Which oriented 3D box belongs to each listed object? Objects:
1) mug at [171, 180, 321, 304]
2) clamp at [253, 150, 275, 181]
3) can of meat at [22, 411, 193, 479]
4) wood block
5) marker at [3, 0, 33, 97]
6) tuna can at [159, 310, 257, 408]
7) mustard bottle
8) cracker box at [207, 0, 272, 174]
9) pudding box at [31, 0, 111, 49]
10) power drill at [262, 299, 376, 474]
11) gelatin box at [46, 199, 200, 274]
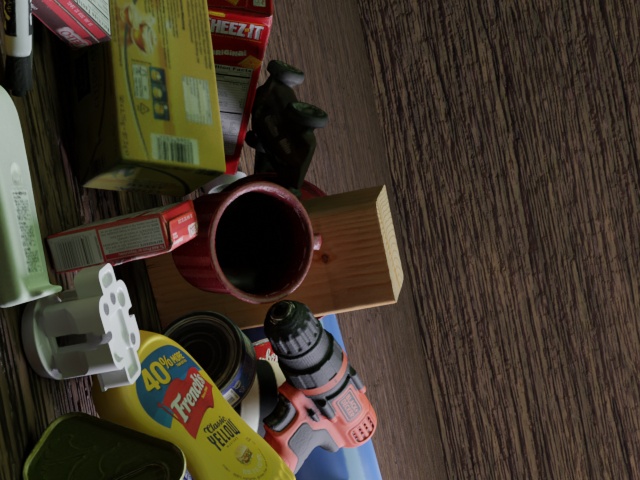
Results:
[{"bbox_3d":[-0.056,0.001,0.843,0.082,0.117,0.093,-1,-87,56],"label":"mug"},{"bbox_3d":[-0.059,-0.060,1.141,0.210,0.036,0.164,128,-32,-78],"label":"clamp"},{"bbox_3d":[-0.120,0.160,0.662,0.057,0.102,0.084,-61,150,-31],"label":"can of meat"},{"bbox_3d":[-0.039,0.020,0.942,0.090,0.206,0.091,-57,135,-74],"label":"wood block"},{"bbox_3d":[-0.197,-0.153,0.696,0.020,0.020,0.121,-73,170,-68],"label":"marker"},{"bbox_3d":[-0.098,0.102,0.879,0.033,0.086,0.086,59,23,-57],"label":"tuna can"},{"bbox_3d":[-0.105,0.123,0.751,0.191,0.058,0.096,49,28,5],"label":"mustard bottle"},{"bbox_3d":[-0.096,-0.192,1.005,0.214,0.072,0.164,109,-18,-52],"label":"cracker box"},{"bbox_3d":[-0.186,-0.206,0.759,0.090,0.039,0.113,48,35,-67],"label":"pudding box"},{"bbox_3d":[-0.046,0.155,0.854,0.057,0.187,0.184,34,-19,44],"label":"power drill"},{"bbox_3d":[-0.138,-0.002,0.760,0.073,0.089,0.030,-44,122,-77],"label":"gelatin box"}]
